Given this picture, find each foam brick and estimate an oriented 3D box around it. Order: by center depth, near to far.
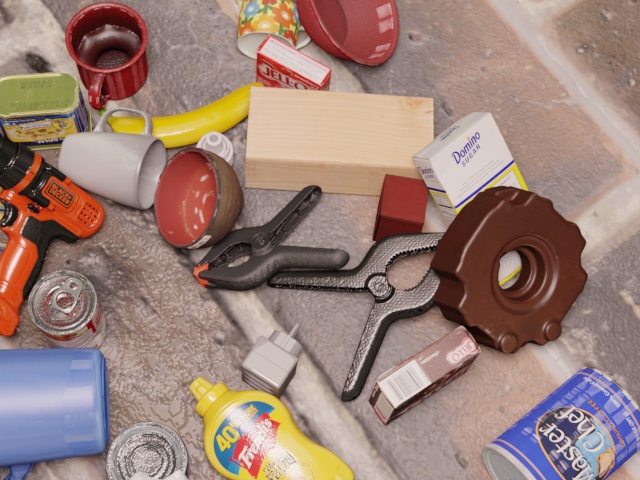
[{"bbox_3d":[0.090,-0.032,1.195,0.051,0.078,0.053,10,69,2],"label":"foam brick"}]

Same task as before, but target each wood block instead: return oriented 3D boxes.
[{"bbox_3d":[0.019,-0.110,1.214,0.206,0.090,0.091,3,69,-3],"label":"wood block"}]

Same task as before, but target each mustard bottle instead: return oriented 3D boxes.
[{"bbox_3d":[-0.063,0.212,1.102,0.192,0.058,0.096,42,83,12],"label":"mustard bottle"}]

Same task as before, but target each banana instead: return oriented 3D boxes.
[{"bbox_3d":[-0.157,-0.143,1.243,0.197,0.037,0.069,-9,70,-7],"label":"banana"}]

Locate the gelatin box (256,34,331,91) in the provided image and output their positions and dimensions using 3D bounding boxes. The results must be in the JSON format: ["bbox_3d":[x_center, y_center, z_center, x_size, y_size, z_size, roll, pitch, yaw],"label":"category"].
[{"bbox_3d":[-0.033,-0.193,1.250,0.089,0.073,0.030,29,70,7],"label":"gelatin box"}]

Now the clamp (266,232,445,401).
[{"bbox_3d":[0.066,0.065,1.161,0.210,0.036,0.164,-27,75,2],"label":"clamp"}]

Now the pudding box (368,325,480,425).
[{"bbox_3d":[0.108,0.143,1.123,0.113,0.090,0.039,-29,72,-13],"label":"pudding box"}]

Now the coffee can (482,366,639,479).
[{"bbox_3d":[0.252,0.212,1.099,0.140,0.103,0.103,-36,75,-16],"label":"coffee can"}]

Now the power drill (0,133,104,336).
[{"bbox_3d":[-0.338,-0.008,1.125,0.184,0.057,0.187,38,72,-33],"label":"power drill"}]

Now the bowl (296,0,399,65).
[{"bbox_3d":[0.022,-0.277,1.271,0.161,0.055,0.162,18,64,-43],"label":"bowl"}]

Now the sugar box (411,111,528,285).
[{"bbox_3d":[0.180,-0.044,1.174,0.093,0.048,0.176,-37,111,-17],"label":"sugar box"}]

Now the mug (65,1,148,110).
[{"bbox_3d":[-0.246,-0.205,1.237,0.093,0.081,0.117,9,69,0],"label":"mug"}]

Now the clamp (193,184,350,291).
[{"bbox_3d":[-0.058,0.001,1.183,0.171,0.039,0.120,-14,44,5],"label":"clamp"}]

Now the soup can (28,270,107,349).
[{"bbox_3d":[-0.262,0.080,1.116,0.068,0.102,0.068,1,69,-3],"label":"soup can"}]

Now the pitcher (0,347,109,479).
[{"bbox_3d":[-0.337,0.179,1.069,0.242,0.149,0.145,-3,54,-8],"label":"pitcher"}]

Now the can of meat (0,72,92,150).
[{"bbox_3d":[-0.316,-0.146,1.209,0.102,0.084,0.057,-5,70,-6],"label":"can of meat"}]

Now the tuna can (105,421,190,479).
[{"bbox_3d":[-0.178,0.231,1.100,0.086,0.034,0.086,1,69,-3],"label":"tuna can"}]
